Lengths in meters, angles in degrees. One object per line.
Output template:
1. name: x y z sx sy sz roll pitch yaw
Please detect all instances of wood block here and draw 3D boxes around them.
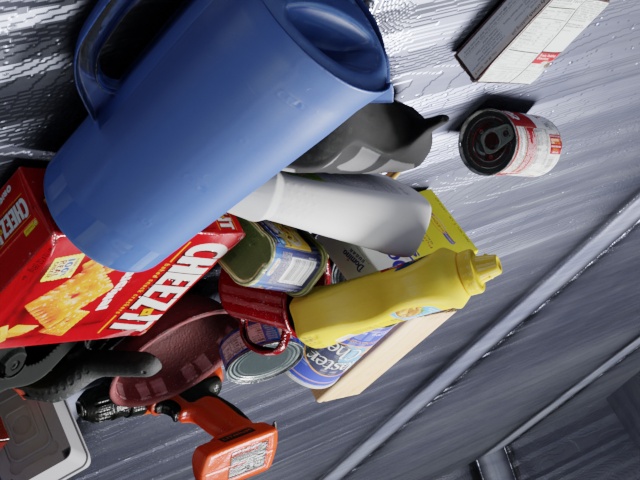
1. wood block: 0.064 0.114 1.382 0.090 0.091 0.206 -4 148 -47

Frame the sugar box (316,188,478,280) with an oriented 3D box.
1. sugar box: 0.084 0.004 1.124 0.175 0.093 0.048 -16 155 -52

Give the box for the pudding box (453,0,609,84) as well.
1. pudding box: 0.186 -0.186 0.937 0.089 0.039 0.114 -6 147 -45

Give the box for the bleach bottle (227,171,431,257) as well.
1. bleach bottle: -0.020 -0.041 0.932 0.250 0.103 0.068 11 103 -42

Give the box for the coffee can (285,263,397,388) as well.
1. coffee can: 0.018 0.098 1.269 0.102 0.103 0.141 -7 150 -44

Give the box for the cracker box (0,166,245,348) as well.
1. cracker box: -0.189 0.018 0.869 0.164 0.072 0.213 -41 157 29

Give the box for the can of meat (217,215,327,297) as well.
1. can of meat: -0.056 0.001 0.960 0.057 0.102 0.083 -53 150 15

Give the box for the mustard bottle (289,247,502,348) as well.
1. mustard bottle: 0.074 0.049 0.982 0.192 0.058 0.096 -18 170 21

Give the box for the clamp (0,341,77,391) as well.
1. clamp: -0.280 0.094 0.923 0.209 0.036 0.165 -35 148 -39

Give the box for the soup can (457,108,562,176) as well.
1. soup can: 0.198 -0.099 1.106 0.102 0.068 0.069 -2 146 -50

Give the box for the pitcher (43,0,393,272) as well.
1. pitcher: -0.085 -0.088 0.712 0.243 0.149 0.144 -38 172 29

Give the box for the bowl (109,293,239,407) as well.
1. bowl: -0.158 0.104 1.112 0.162 0.055 0.162 -29 155 -15

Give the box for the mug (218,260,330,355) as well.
1. mug: -0.049 0.055 1.054 0.082 0.117 0.093 11 -178 27

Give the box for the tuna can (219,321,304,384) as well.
1. tuna can: -0.063 0.115 1.123 0.086 0.034 0.086 -16 150 -10

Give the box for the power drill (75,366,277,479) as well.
1. power drill: -0.152 0.197 1.177 0.184 0.188 0.057 -14 125 -38

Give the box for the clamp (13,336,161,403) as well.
1. clamp: -0.219 0.103 1.029 0.172 0.120 0.039 -17 119 17
